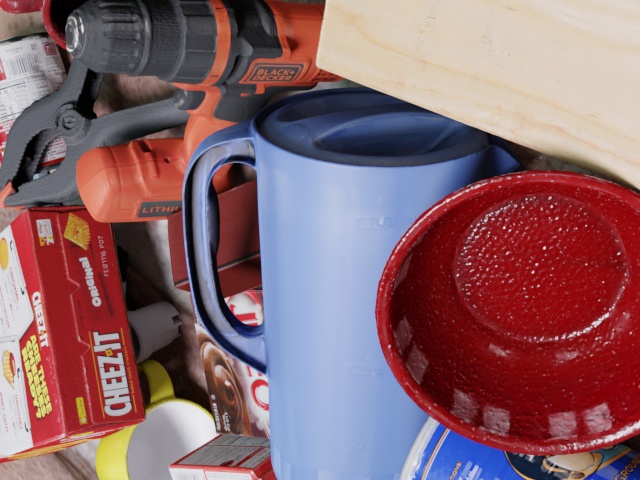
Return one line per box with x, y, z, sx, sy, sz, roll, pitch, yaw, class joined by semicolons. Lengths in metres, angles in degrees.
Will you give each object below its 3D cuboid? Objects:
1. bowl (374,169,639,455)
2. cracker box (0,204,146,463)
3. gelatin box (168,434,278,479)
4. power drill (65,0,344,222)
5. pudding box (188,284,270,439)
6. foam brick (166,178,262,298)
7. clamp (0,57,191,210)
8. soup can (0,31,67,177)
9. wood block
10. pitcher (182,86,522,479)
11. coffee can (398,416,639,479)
0.110;0.028;0.536;0.162;0.055;0.162;5;119;9;bowl
-0.216;0.080;0.832;0.214;0.071;0.164;-27;72;54;cracker box
-0.053;0.162;0.773;0.089;0.073;0.030;-7;102;40;gelatin box
-0.086;-0.079;0.653;0.188;0.184;0.057;-45;56;48;power drill
-0.041;0.083;0.757;0.090;0.039;0.113;-2;104;40;pudding box
-0.055;0.001;0.707;0.078;0.053;0.051;-21;68;22;foam brick
-0.173;-0.093;0.765;0.171;0.039;0.120;-35;70;8;clamp
-0.224;-0.102;0.821;0.069;0.068;0.102;-9;100;41;soup can
0.111;-0.103;0.532;0.206;0.090;0.090;26;120;30;wood block
0.015;0.038;0.634;0.149;0.144;0.243;24;123;39;pitcher
0.128;0.149;0.601;0.140;0.102;0.103;27;121;29;coffee can
